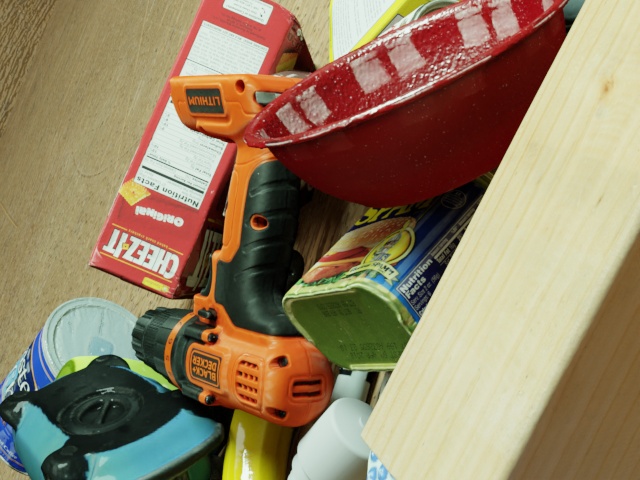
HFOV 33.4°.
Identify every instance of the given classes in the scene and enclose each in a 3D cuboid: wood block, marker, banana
[{"bbox_3d":[0.109,0.009,0.370,0.206,0.090,0.090,-64,23,6],"label":"wood block"},{"bbox_3d":[0.032,0.035,0.596,0.020,0.020,0.121,-10,59,62],"label":"marker"},{"bbox_3d":[-0.023,0.104,0.631,0.070,0.037,0.197,-14,55,38],"label":"banana"}]

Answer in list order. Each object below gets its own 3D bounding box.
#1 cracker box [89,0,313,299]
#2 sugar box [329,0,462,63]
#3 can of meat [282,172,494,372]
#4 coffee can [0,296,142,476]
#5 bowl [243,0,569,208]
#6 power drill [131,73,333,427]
[{"bbox_3d":[-0.079,-0.064,0.787,0.164,0.072,0.214,35,-102,-85],"label":"cracker box"},{"bbox_3d":[0.072,-0.177,0.680,0.177,0.048,0.093,-40,36,38],"label":"sugar box"},{"bbox_3d":[0.040,0.016,0.511,0.083,0.057,0.102,-46,15,-26],"label":"can of meat"},{"bbox_3d":[-0.217,0.129,0.923,0.141,0.102,0.103,-46,30,38],"label":"coffee can"},{"bbox_3d":[0.048,-0.061,0.489,0.162,0.055,0.162,-25,18,8],"label":"bowl"},{"bbox_3d":[-0.054,0.001,0.610,0.185,0.057,0.188,8,98,53],"label":"power drill"}]
